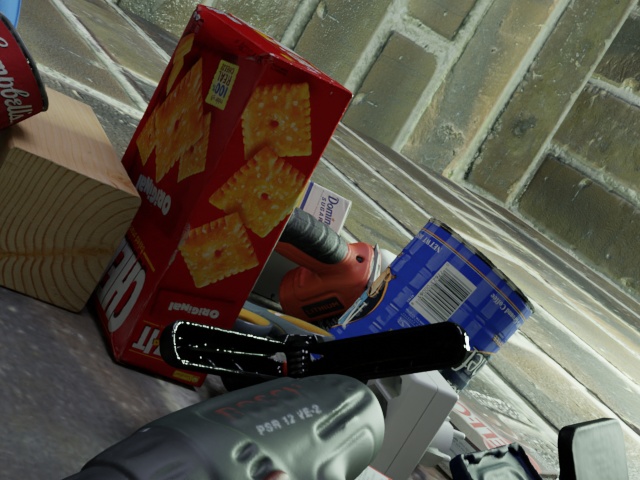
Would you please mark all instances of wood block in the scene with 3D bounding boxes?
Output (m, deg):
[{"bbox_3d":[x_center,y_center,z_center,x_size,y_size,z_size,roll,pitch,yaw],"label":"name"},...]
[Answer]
[{"bbox_3d":[-0.204,-0.045,0.751,0.090,0.090,0.206,24,13,-29],"label":"wood block"}]

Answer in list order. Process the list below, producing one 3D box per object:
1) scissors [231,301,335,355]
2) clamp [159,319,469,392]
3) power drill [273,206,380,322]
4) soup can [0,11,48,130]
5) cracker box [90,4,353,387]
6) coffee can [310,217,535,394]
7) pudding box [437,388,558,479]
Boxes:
[{"bbox_3d":[-0.074,0.047,0.777,0.096,0.016,0.202,12,3,-45],"label":"scissors"},{"bbox_3d":[-0.022,0.075,0.644,0.164,0.036,0.210,4,-14,-13],"label":"clamp"},{"bbox_3d":[-0.056,0.001,0.879,0.185,0.057,0.187,-19,-43,39],"label":"power drill"},{"bbox_3d":[-0.224,-0.087,0.637,0.069,0.102,0.068,47,-24,29],"label":"soup can"},{"bbox_3d":[-0.082,-0.038,0.712,0.072,0.214,0.164,22,13,-29],"label":"cracker box"},{"bbox_3d":[0.071,0.068,0.776,0.103,0.140,0.103,42,-1,1],"label":"coffee can"},{"bbox_3d":[0.117,0.157,0.828,0.089,0.039,0.114,18,17,-49],"label":"pudding box"}]
